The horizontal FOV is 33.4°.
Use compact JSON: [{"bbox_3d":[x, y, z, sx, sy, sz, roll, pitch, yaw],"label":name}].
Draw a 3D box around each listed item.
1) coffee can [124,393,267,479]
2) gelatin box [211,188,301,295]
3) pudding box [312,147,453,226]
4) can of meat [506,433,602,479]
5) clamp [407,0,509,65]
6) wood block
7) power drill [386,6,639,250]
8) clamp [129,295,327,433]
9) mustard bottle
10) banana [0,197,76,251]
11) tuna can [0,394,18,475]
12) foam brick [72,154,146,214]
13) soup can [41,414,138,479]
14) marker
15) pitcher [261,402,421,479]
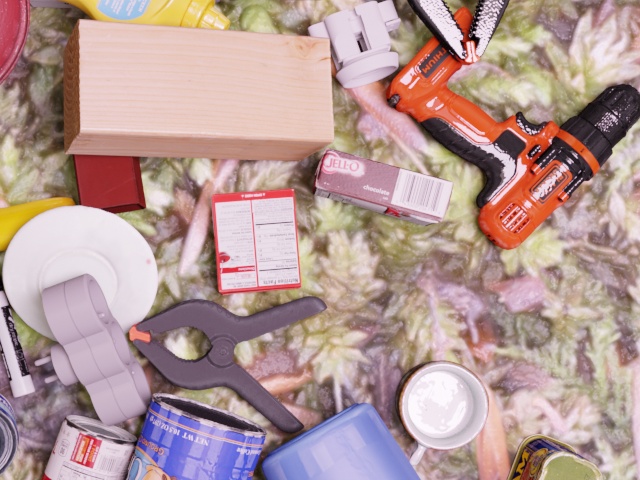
[{"bbox_3d":[-0.114,0.211,0.892,0.103,0.103,0.140,18,87,-1],"label":"coffee can"},{"bbox_3d":[-0.056,0.001,0.939,0.073,0.030,0.089,-5,88,-3],"label":"gelatin box"},{"bbox_3d":[0.050,-0.045,0.914,0.113,0.090,0.039,17,89,-2],"label":"pudding box"},{"bbox_3d":[0.193,0.223,0.909,0.057,0.084,0.102,22,87,-1],"label":"can of meat"},{"bbox_3d":[0.120,-0.254,0.884,0.164,0.036,0.210,-15,95,0],"label":"clamp"},{"bbox_3d":[-0.102,-0.119,0.880,0.205,0.090,0.091,0,82,-21],"label":"wood block"},{"bbox_3d":[0.165,-0.114,0.936,0.187,0.057,0.184,44,87,1],"label":"power drill"},{"bbox_3d":[-0.081,0.106,0.930,0.171,0.039,0.120,2,83,-4],"label":"clamp"},{"bbox_3d":[-0.163,-0.219,0.886,0.191,0.058,0.096,28,83,1],"label":"mustard bottle"},{"bbox_3d":[-0.315,-0.023,0.929,0.198,0.037,0.069,12,88,-1],"label":"banana"},{"bbox_3d":[-0.300,0.167,0.904,0.086,0.034,0.086,-8,112,-19],"label":"tuna can"},{"bbox_3d":[-0.185,-0.063,0.927,0.051,0.053,0.078,-8,87,-2],"label":"foam brick"},{"bbox_3d":[-0.203,0.208,0.907,0.068,0.068,0.102,19,87,-1],"label":"soup can"},{"bbox_3d":[-0.276,0.077,0.935,0.020,0.020,0.121,-17,88,-2],"label":"marker"},{"bbox_3d":[0.057,0.258,0.870,0.149,0.144,0.243,-33,82,20],"label":"pitcher"}]
